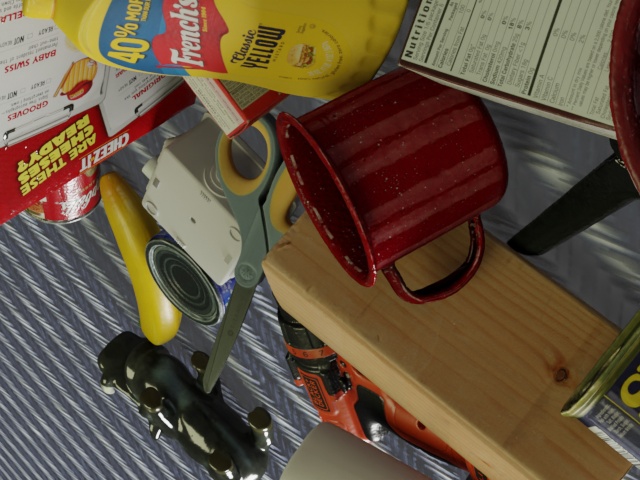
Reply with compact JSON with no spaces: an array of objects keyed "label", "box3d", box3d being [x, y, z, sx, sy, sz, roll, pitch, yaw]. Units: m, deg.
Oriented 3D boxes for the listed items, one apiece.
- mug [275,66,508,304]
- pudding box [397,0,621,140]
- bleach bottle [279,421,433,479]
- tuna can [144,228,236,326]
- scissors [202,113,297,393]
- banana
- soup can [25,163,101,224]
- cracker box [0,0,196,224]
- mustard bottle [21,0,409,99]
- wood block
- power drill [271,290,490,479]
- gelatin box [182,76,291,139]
[{"label":"mug","box3d":[0.041,-0.026,0.515,0.117,0.081,0.093,64,169,-8]},{"label":"pudding box","box3d":[0.094,-0.094,0.416,0.114,0.039,0.090,27,102,39]},{"label":"bleach bottle","box3d":[0.095,0.203,0.666,0.251,0.068,0.102,22,150,29]},{"label":"tuna can","box3d":[-0.096,0.024,0.829,0.086,0.033,0.086,32,145,26]},{"label":"scissors","box3d":[-0.054,0.001,0.675,0.096,0.016,0.202,43,117,8]},{"label":"banana","box3d":[-0.148,0.030,0.896,0.070,0.037,0.198,31,144,27]},{"label":"soup can","box3d":[-0.207,-0.071,0.832,0.068,0.068,0.102,36,146,20]},{"label":"cracker box","box3d":[-0.146,-0.131,0.600,0.072,0.164,0.214,41,148,19]},{"label":"mustard bottle","box3d":[-0.061,-0.115,0.503,0.096,0.191,0.058,127,144,-58]},{"label":"wood block","box3d":[0.078,0.054,0.571,0.206,0.090,0.090,38,168,18]},{"label":"power drill","box3d":[0.052,0.086,0.694,0.188,0.057,0.184,20,142,43]},{"label":"gelatin box","box3d":[-0.047,-0.112,0.584,0.089,0.073,0.030,52,149,-6]}]
